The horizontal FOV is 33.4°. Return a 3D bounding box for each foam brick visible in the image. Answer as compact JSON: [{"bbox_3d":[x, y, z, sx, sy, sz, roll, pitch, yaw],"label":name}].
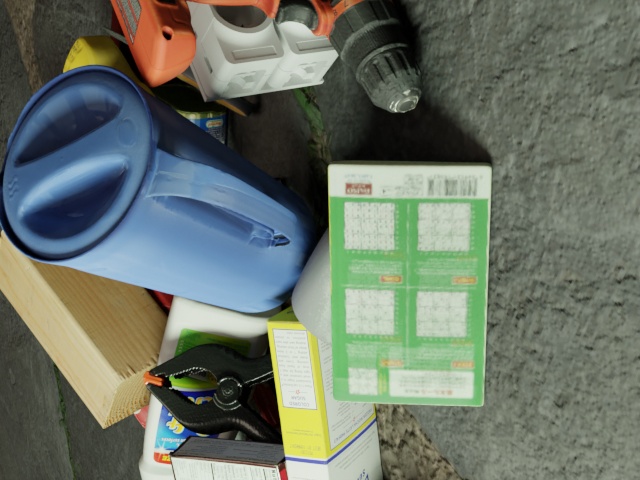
[{"bbox_3d":[-0.178,-0.197,1.068,0.051,0.052,0.078,53,142,34],"label":"foam brick"}]

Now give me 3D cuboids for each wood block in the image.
[{"bbox_3d":[-0.233,0.072,1.080,0.206,0.090,0.090,48,139,20],"label":"wood block"}]

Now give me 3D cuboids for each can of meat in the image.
[{"bbox_3d":[-0.130,-0.098,1.028,0.102,0.057,0.084,34,127,48],"label":"can of meat"}]

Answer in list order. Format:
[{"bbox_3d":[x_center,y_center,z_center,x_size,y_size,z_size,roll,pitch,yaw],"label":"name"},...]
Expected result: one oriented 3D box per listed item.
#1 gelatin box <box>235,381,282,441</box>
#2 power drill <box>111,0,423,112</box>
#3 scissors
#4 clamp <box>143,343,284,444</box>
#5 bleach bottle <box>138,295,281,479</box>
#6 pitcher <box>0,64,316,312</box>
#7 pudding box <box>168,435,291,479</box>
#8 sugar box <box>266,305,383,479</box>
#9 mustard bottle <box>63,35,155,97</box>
[{"bbox_3d":[-0.079,0.174,1.056,0.089,0.030,0.073,-45,62,31],"label":"gelatin box"},{"bbox_3d":[-0.037,-0.153,0.722,0.184,0.187,0.057,64,149,26],"label":"power drill"},{"bbox_3d":[-0.129,-0.155,0.982,0.016,0.096,0.202,-58,36,1],"label":"scissors"},{"bbox_3d":[-0.070,0.142,0.920,0.039,0.172,0.120,51,-141,-64],"label":"clamp"},{"bbox_3d":[-0.112,0.164,1.013,0.068,0.102,0.251,-76,0,-69],"label":"bleach bottle"},{"bbox_3d":[-0.095,-0.020,0.770,0.145,0.242,0.149,-40,59,15],"label":"pitcher"},{"bbox_3d":[-0.065,0.213,0.887,0.114,0.039,0.090,-1,107,28],"label":"pudding box"},{"bbox_3d":[0.006,0.135,0.856,0.048,0.093,0.176,2,104,29],"label":"sugar box"},{"bbox_3d":[-0.183,-0.108,0.999,0.192,0.058,0.096,50,137,40],"label":"mustard bottle"}]
